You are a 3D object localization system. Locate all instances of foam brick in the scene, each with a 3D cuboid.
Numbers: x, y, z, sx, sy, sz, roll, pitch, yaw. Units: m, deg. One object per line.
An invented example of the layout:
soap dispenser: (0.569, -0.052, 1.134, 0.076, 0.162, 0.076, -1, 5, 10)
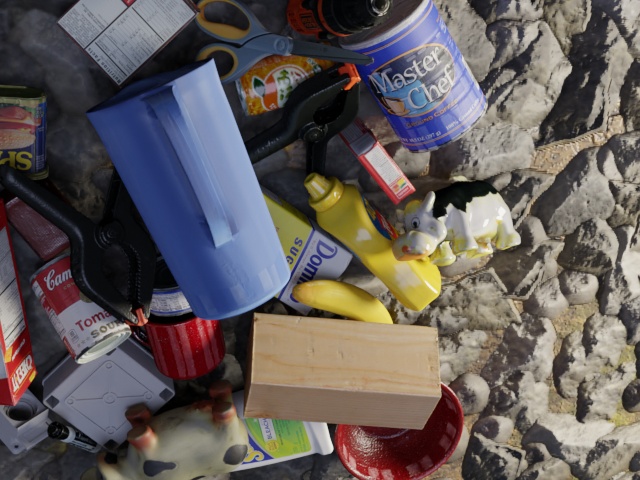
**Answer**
foam brick: (-0.291, -0.028, 1.111, 0.051, 0.053, 0.078, -33, 118, 4)

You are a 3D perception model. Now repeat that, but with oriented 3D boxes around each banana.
banana: (0.039, 0.088, 1.219, 0.069, 0.037, 0.197, -43, 137, -3)

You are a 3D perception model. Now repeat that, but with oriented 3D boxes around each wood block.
wood block: (0.022, 0.146, 1.191, 0.206, 0.090, 0.091, 5, 146, -7)

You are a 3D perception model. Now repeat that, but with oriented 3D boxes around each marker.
marker: (-0.278, 0.222, 1.206, 0.020, 0.020, 0.121, -28, 159, 1)

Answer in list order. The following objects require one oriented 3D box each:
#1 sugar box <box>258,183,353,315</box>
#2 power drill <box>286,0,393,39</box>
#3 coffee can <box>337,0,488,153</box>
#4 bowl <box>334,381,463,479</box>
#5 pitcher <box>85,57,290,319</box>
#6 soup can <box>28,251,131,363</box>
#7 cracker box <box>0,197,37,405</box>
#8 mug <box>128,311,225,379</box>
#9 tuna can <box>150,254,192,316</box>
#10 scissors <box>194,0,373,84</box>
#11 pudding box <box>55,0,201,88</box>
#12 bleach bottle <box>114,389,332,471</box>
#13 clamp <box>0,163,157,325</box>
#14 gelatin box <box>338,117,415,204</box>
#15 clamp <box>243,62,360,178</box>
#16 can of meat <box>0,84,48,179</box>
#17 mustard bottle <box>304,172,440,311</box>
sugar box: (-0.058, 0.001, 1.181, 0.176, 0.048, 0.093, 34, 103, -23)
power drill: (-0.016, -0.276, 0.997, 0.057, 0.185, 0.187, -35, 110, -16)
coffee can: (0.096, -0.176, 1.102, 0.103, 0.103, 0.140, -33, 117, 3)
bowl: (0.091, 0.220, 1.309, 0.162, 0.055, 0.162, -5, 115, -11)
pitcher: (-0.120, -0.046, 1.044, 0.145, 0.149, 0.243, -13, 108, 34)
soup can: (-0.254, 0.071, 1.129, 0.068, 0.068, 0.102, -33, 80, 3)
cracker box: (-0.392, 0.059, 1.094, 0.164, 0.072, 0.214, 2, 117, 11)
mug: (-0.162, 0.099, 1.186, 0.117, 0.093, 0.081, 2, 123, 20)
tuna can: (-0.156, 0.044, 1.155, 0.086, 0.086, 0.034, -14, 119, -6)
scissors: (-0.049, -0.175, 1.045, 0.202, 0.016, 0.096, 31, 109, 21)
pudding box: (-0.188, -0.219, 1.047, 0.113, 0.039, 0.090, -41, 105, 10)
bleach bottle: (-0.118, 0.237, 1.268, 0.250, 0.068, 0.102, -16, 115, -3)
clamp: (-0.229, -0.008, 1.078, 0.164, 0.036, 0.210, -18, 100, -36)
gelatin box: (0.059, -0.086, 1.142, 0.030, 0.089, 0.073, -38, 117, 4)
clamp: (-0.022, -0.117, 1.097, 0.120, 0.039, 0.172, -3, 141, -33)
can of meat: (-0.323, -0.109, 1.065, 0.102, 0.057, 0.084, 1, 111, -13)
mustard bottle: (0.051, -0.007, 1.173, 0.058, 0.096, 0.191, -41, 116, 12)
